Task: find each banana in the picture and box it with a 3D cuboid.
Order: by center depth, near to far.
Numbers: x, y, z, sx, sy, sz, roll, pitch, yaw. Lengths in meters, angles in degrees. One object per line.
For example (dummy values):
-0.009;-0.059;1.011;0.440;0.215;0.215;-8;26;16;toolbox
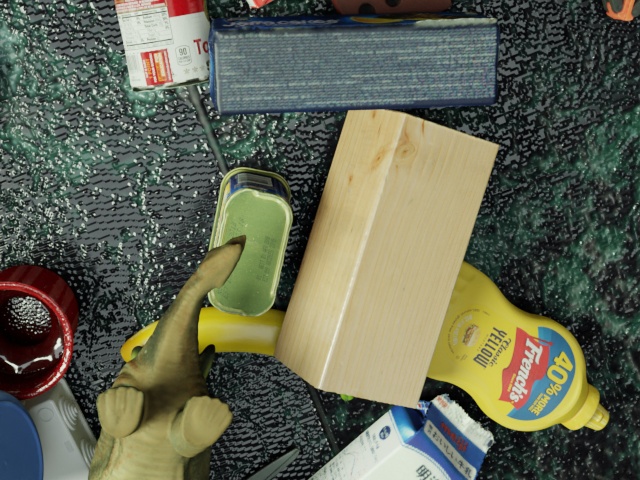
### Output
-0.060;0.086;0.868;0.197;0.037;0.070;12;102;-7;banana

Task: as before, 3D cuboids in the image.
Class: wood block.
0.047;0.010;0.809;0.090;0.090;0.206;15;94;-26;wood block

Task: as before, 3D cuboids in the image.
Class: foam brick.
0.051;-0.183;0.806;0.078;0.051;0.053;-28;104;2;foam brick

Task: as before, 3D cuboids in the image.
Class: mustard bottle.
0.158;0.101;0.877;0.191;0.058;0.096;33;88;-12;mustard bottle

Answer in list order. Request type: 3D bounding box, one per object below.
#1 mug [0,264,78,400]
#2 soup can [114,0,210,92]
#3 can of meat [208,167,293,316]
-0.239;0.076;0.829;0.093;0.081;0.117;30;99;-11;mug
-0.117;-0.166;0.789;0.068;0.068;0.102;-10;104;-2;soup can
-0.055;0.001;0.825;0.057;0.084;0.102;11;102;-7;can of meat
